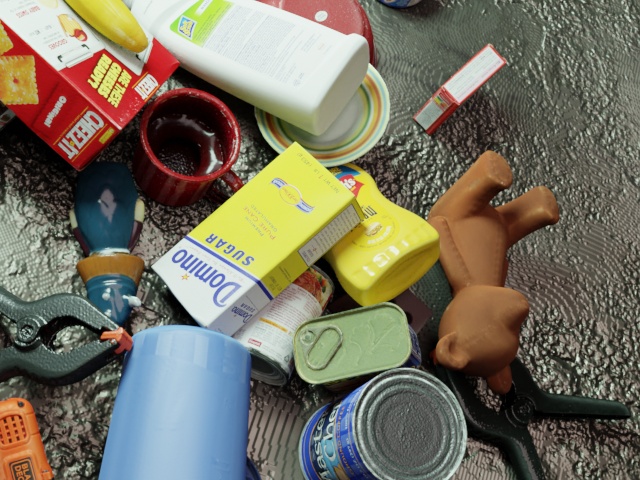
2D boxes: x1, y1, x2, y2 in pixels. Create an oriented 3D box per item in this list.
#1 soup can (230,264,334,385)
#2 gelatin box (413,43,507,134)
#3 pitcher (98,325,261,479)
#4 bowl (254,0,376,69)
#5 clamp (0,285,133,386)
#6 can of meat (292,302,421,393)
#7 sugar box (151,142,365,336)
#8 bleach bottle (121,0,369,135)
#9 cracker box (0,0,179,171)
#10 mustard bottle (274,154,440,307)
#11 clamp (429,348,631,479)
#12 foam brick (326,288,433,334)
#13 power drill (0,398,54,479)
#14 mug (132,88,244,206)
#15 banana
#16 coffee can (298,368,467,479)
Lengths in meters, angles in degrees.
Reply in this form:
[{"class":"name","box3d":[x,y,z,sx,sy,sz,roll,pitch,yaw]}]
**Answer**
[{"class":"soup can","box3d":[-0.038,0.073,0.977,0.068,0.069,0.102,31,64,-7]},{"class":"gelatin box","box3d":[0.146,-0.160,1.128,0.030,0.073,0.089,46,62,0]},{"class":"pitcher","box3d":[-0.113,0.202,0.877,0.145,0.149,0.243,4,65,2]},{"class":"bowl","box3d":[-0.007,-0.216,1.104,0.162,0.055,0.162,7,68,-18]},{"class":"clamp","box3d":[-0.244,0.090,0.883,0.172,0.039,0.120,7,75,16]},{"class":"can of meat","box3d":[0.035,0.098,0.944,0.102,0.084,0.057,-14,72,10]},{"class":"sugar box","box3d":[-0.056,0.001,0.957,0.176,0.048,0.093,-41,55,-8]},{"class":"bleach bottle","box3d":[-0.084,-0.196,1.029,0.251,0.068,0.102,29,68,17]},{"class":"cracker box","box3d":[-0.245,-0.182,0.940,0.213,0.072,0.164,44,30,-13]},{"class":"mustard bottle","box3d":[0.018,-0.025,1.012,0.096,0.058,0.192,-36,55,-16]},{"class":"clamp","box3d":[0.190,0.179,1.038,0.210,0.036,0.164,33,62,-4]},{"class":"foam brick","box3d":[0.057,0.067,1.023,0.078,0.051,0.053,43,62,-1]},{"class":"power drill","box3d":[-0.293,0.233,0.830,0.187,0.057,0.184,-13,82,-25]},{"class":"mug","box3d":[-0.120,-0.075,0.994,0.117,0.082,0.093,38,63,-3]},{"class":"banana","box3d":[-0.220,-0.247,0.933,0.198,0.037,0.069,56,29,8]},{"class":"coffee can","box3d":[0.051,0.176,0.930,0.102,0.140,0.103,7,69,-18]}]
